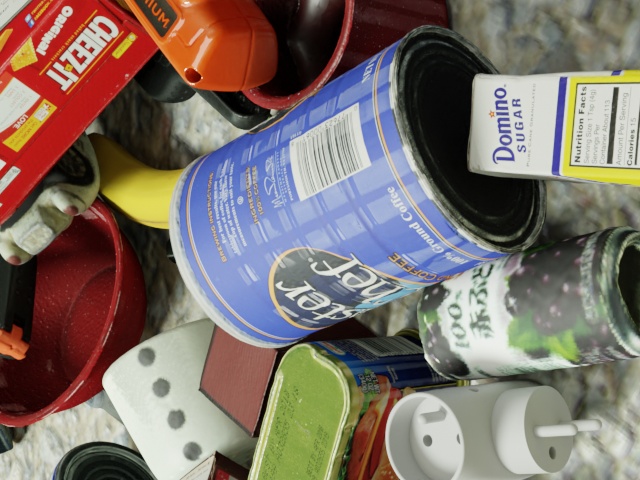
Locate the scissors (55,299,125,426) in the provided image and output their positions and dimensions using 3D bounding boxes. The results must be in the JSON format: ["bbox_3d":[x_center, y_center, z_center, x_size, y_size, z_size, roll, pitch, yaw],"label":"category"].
[{"bbox_3d":[-0.162,0.089,0.760,0.202,0.016,0.096,3,91,45],"label":"scissors"}]

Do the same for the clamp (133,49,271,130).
[{"bbox_3d":[-0.081,-0.115,0.649,0.172,0.039,0.120,-11,91,64],"label":"clamp"}]

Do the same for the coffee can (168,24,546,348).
[{"bbox_3d":[0.015,-0.020,0.483,0.141,0.102,0.103,-26,71,38],"label":"coffee can"}]

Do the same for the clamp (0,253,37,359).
[{"bbox_3d":[-0.258,0.016,0.745,0.164,0.036,0.210,-40,50,7],"label":"clamp"}]

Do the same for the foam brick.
[{"bbox_3d":[-0.016,0.066,0.568,0.051,0.078,0.053,32,113,41],"label":"foam brick"}]

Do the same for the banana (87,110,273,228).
[{"bbox_3d":[-0.099,-0.041,0.689,0.198,0.037,0.069,1,66,44],"label":"banana"}]

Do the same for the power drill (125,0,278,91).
[{"bbox_3d":[-0.021,-0.157,0.453,0.184,0.057,0.188,55,135,27],"label":"power drill"}]

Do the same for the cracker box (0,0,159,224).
[{"bbox_3d":[-0.196,-0.125,0.671,0.164,0.072,0.214,-46,38,11],"label":"cracker box"}]

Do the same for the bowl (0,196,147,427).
[{"bbox_3d":[-0.168,0.051,0.722,0.162,0.055,0.162,-19,60,36],"label":"bowl"}]

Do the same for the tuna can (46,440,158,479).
[{"bbox_3d":[-0.137,0.171,0.684,0.034,0.085,0.086,-53,54,29],"label":"tuna can"}]

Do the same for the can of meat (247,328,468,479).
[{"bbox_3d":[0.018,0.097,0.528,0.058,0.083,0.102,26,108,43],"label":"can of meat"}]

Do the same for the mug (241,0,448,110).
[{"bbox_3d":[0.003,-0.113,0.549,0.117,0.081,0.093,30,110,42],"label":"mug"}]
